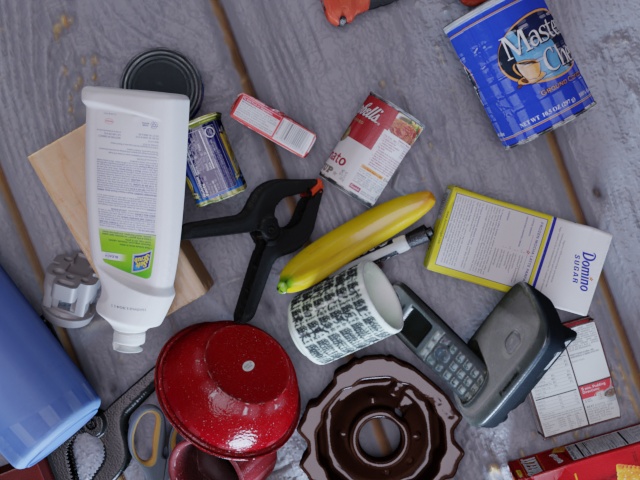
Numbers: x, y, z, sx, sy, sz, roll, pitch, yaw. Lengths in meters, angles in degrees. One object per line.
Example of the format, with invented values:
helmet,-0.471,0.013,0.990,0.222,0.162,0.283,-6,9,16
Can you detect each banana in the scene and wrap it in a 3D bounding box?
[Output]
banana,0.030,0.005,1.100,0.197,0.070,0.037,-33,108,-18

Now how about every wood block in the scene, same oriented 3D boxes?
wood block,-0.202,-0.018,1.103,0.090,0.091,0.206,-30,93,2

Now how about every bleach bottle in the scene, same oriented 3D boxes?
bleach bottle,-0.184,-0.018,1.026,0.103,0.068,0.251,8,99,13

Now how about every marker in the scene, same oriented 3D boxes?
marker,0.063,0.014,1.124,0.121,0.020,0.020,-24,94,16

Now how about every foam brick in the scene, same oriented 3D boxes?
foam brick,-0.324,0.266,1.148,0.078,0.051,0.053,-20,93,2

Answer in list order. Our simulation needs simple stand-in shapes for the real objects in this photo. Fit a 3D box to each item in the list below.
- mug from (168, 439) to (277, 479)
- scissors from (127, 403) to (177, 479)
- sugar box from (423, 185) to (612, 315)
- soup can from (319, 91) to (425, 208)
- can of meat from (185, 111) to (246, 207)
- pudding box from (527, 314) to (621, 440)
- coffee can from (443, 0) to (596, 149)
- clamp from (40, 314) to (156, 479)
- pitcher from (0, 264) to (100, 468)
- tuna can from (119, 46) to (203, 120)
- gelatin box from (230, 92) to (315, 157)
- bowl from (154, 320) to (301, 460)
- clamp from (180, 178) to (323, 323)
mug,-0.104,0.239,1.120,0.093,0.081,0.117,46,122,8
scissors,-0.165,0.265,1.160,0.096,0.016,0.202,-12,113,-22
sugar box,0.206,0.010,1.123,0.176,0.048,0.093,17,95,-3
soup can,0.053,-0.093,1.105,0.068,0.068,0.102,33,95,-2
can of meat,-0.115,-0.082,1.092,0.057,0.102,0.084,-22,96,1
pudding box,0.262,0.145,1.137,0.090,0.039,0.113,-17,92,4
coffee can,0.201,-0.177,1.079,0.103,0.103,0.140,-28,94,3
clamp,-0.233,0.190,1.147,0.164,0.036,0.210,5,92,3
pitcher,-0.343,0.113,1.088,0.145,0.149,0.243,-40,86,-6
tuna can,-0.166,-0.158,1.120,0.086,0.034,0.086,0,95,1
gelatin box,-0.048,-0.119,1.102,0.089,0.073,0.030,30,93,-1
bowl,-0.083,0.138,1.081,0.162,0.162,0.055,34,135,-2
clamp,-0.057,0.001,1.098,0.171,0.039,0.120,-33,112,-25
